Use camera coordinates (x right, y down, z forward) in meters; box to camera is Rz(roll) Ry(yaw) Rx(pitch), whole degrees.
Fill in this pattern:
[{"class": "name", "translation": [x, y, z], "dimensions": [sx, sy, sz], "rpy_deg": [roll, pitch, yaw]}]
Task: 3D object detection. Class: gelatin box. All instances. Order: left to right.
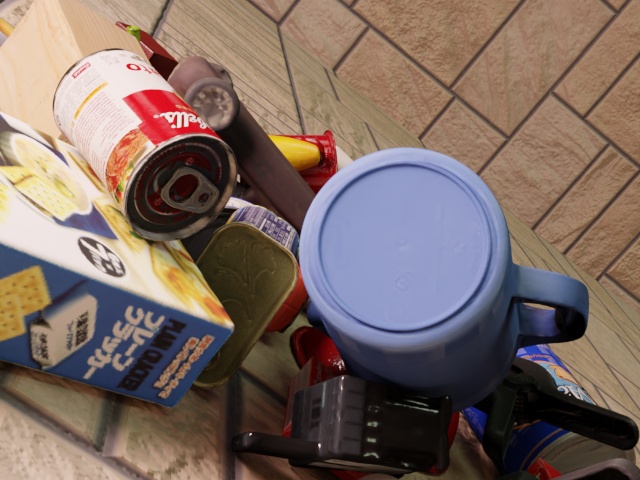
[{"class": "gelatin box", "translation": [0.013, 0.123, 0.709], "dimensions": [0.073, 0.030, 0.089], "rpy_deg": [38, 12, -8]}]

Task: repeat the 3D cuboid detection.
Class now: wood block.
[{"class": "wood block", "translation": [-0.175, -0.100, 0.794], "dimensions": [0.090, 0.090, 0.206], "rpy_deg": [30, 16, -36]}]

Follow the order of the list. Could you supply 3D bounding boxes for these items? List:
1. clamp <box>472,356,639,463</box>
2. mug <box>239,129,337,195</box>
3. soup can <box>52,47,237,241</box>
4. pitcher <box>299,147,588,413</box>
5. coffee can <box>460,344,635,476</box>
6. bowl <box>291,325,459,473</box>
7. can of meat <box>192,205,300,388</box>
[{"class": "clamp", "translation": [0.149, 0.126, 0.829], "dimensions": [0.120, 0.039, 0.172], "rpy_deg": [1, 13, -25]}, {"class": "mug", "translation": [-0.030, -0.062, 0.984], "dimensions": [0.081, 0.093, 0.117], "rpy_deg": [0, -21, -10]}, {"class": "soup can", "translation": [-0.100, -0.055, 0.599], "dimensions": [0.068, 0.068, 0.102], "rpy_deg": [25, 17, -50]}, {"class": "pitcher", "translation": [0.069, 0.031, 0.645], "dimensions": [0.145, 0.149, 0.242], "rpy_deg": [50, -2, 16]}, {"class": "coffee can", "translation": [0.190, 0.160, 0.921], "dimensions": [0.102, 0.103, 0.140], "rpy_deg": [32, 15, -32]}, {"class": "bowl", "translation": [0.056, 0.105, 0.837], "dimensions": [0.162, 0.055, 0.162], "rpy_deg": [38, 13, -10]}, {"class": "can of meat", "translation": [-0.056, 0.031, 0.665], "dimensions": [0.057, 0.102, 0.084], "rpy_deg": [34, 11, -5]}]
